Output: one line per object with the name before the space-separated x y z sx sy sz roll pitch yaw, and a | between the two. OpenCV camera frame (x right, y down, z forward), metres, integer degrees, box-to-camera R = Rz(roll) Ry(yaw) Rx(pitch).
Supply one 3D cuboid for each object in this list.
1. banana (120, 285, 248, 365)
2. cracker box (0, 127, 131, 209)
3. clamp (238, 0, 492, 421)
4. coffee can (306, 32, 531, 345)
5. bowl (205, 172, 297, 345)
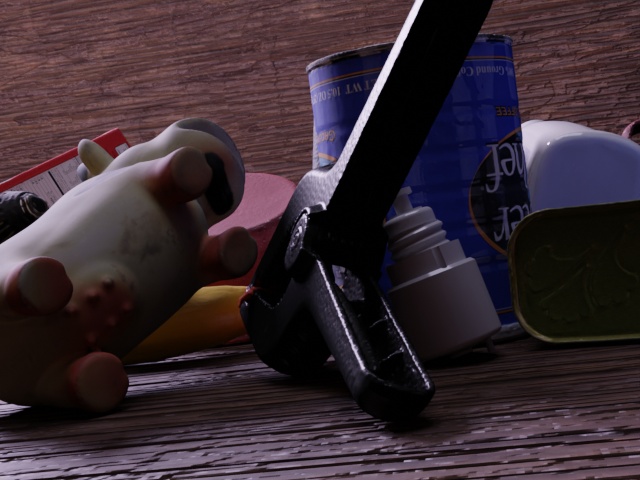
banana | -0.121 0.045 0.598 0.198 0.037 0.069 -2 25 31
cracker box | -0.267 -0.001 0.910 0.164 0.072 0.213 -29 5 44
clamp | 0.010 -0.006 0.436 0.036 0.164 0.210 18 -15 -14
coffee can | 0.052 -0.022 0.526 0.103 0.140 0.103 -7 1 0
bowl | -0.054 0.001 0.671 0.162 0.055 0.162 -7 27 4
